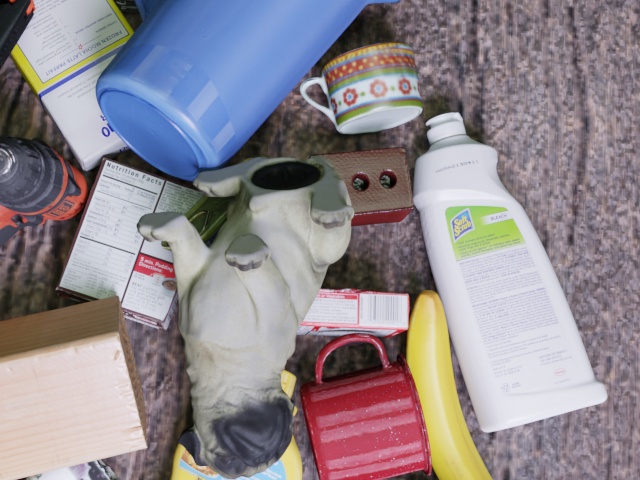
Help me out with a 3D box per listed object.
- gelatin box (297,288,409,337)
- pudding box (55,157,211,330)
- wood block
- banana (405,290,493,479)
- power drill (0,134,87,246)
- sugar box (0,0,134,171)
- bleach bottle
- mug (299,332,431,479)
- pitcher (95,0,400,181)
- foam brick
[{"bbox_3d":[0.018,0.056,0.818,0.089,0.073,0.030,3,79,-6],"label":"gelatin box"},{"bbox_3d":[-0.143,0.003,0.827,0.090,0.039,0.113,19,76,-4],"label":"pudding box"},{"bbox_3d":[-0.234,0.114,0.752,0.206,0.090,0.091,-12,107,-7],"label":"wood block"},{"bbox_3d":[0.103,0.138,0.819,0.037,0.070,0.198,-7,69,-47],"label":"banana"},{"bbox_3d":[-0.256,-0.002,0.750,0.187,0.184,0.057,-35,86,-2],"label":"power drill"},{"bbox_3d":[-0.195,-0.151,0.846,0.093,0.048,0.176,-32,88,-12],"label":"sugar box"},{"bbox_3d":[0.139,0.018,0.846,0.102,0.068,0.251,-13,79,-10],"label":"bleach bottle"},{"bbox_3d":[0.029,0.127,0.795,0.081,0.093,0.117,-12,100,-4],"label":"mug"},{"bbox_3d":[-0.065,-0.170,0.800,0.242,0.149,0.145,-54,132,-23],"label":"pitcher"},{"bbox_3d":[0.028,-0.041,0.847,0.078,0.051,0.053,-7,80,-8],"label":"foam brick"}]
